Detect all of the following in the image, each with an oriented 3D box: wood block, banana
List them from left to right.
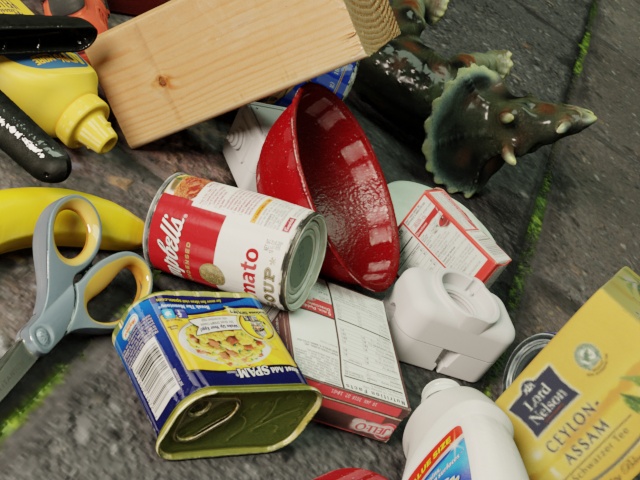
[{"bbox_3d":[-0.181,0.000,0.642,0.197,0.037,0.069,-30,92,-56],"label":"banana"},{"bbox_3d":[-0.059,-0.151,0.792,0.091,0.206,0.090,66,27,-13],"label":"wood block"}]

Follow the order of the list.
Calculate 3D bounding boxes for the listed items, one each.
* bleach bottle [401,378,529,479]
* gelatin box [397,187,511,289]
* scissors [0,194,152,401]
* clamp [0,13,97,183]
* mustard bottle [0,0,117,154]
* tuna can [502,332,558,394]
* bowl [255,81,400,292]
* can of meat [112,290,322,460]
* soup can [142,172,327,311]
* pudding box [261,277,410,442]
[{"bbox_3d":[0.079,0.169,0.612,0.068,0.103,0.251,34,22,-18],"label":"bleach bottle"},{"bbox_3d":[0.099,0.013,0.868,0.089,0.073,0.030,48,31,24],"label":"gelatin box"},{"bbox_3d":[-0.162,0.035,0.593,0.201,0.016,0.096,-33,100,-59],"label":"scissors"},{"bbox_3d":[-0.238,-0.127,0.668,0.209,0.036,0.164,24,36,-15],"label":"clamp"},{"bbox_3d":[-0.218,-0.129,0.765,0.192,0.058,0.096,42,23,12],"label":"mustard bottle"},{"bbox_3d":[0.176,0.111,0.790,0.033,0.086,0.086,8,39,-36],"label":"tuna can"},{"bbox_3d":[-0.001,-0.032,0.788,0.162,0.055,0.162,47,32,-43],"label":"bowl"},{"bbox_3d":[-0.063,0.076,0.626,0.101,0.058,0.084,5,40,-41],"label":"can of meat"},{"bbox_3d":[-0.055,0.001,0.696,0.102,0.068,0.068,17,24,18],"label":"soup can"},{"bbox_3d":[0.007,0.074,0.719,0.090,0.039,0.113,22,33,-23],"label":"pudding box"}]
